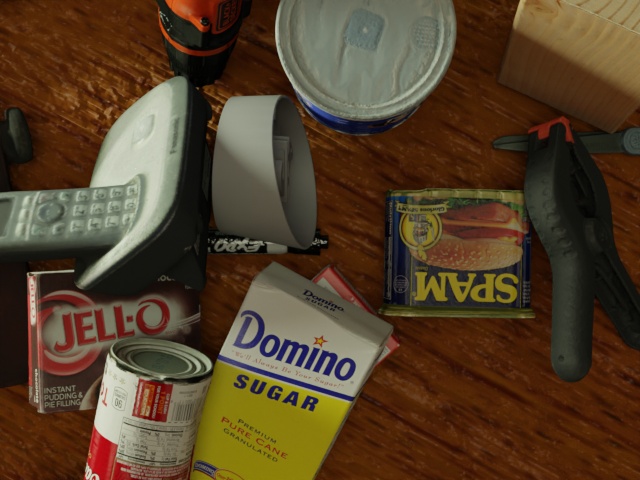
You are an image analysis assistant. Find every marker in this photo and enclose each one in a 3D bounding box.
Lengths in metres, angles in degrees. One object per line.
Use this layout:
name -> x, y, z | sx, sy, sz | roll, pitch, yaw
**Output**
marker -> -0.055, 0.001, 0.738 | 0.121, 0.020, 0.020 | 0, 92, 1

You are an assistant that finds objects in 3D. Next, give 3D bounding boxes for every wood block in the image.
wood block -> 0.169, -0.138, 0.627 | 0.091, 0.206, 0.090 | 27, 88, 7

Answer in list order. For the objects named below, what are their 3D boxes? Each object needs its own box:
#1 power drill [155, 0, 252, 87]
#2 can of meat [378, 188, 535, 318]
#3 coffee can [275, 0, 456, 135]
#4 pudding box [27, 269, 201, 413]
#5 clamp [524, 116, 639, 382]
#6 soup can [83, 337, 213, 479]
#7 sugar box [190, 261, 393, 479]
power drill -> -0.023, -0.185, 0.675 | 0.187, 0.184, 0.057 | -42, 84, -17
can of meat -> 0.091, 0.009, 0.713 | 0.102, 0.057, 0.084 | 1, 89, -5
coffee can -> 0.027, -0.121, 0.670 | 0.103, 0.140, 0.103 | 0, 92, 1
pudding box -> -0.137, 0.063, 0.711 | 0.113, 0.039, 0.090 | -2, 93, -28
clamp -> 0.178, 0.006, 0.705 | 0.039, 0.120, 0.171 | -13, 79, 36
soup can -> -0.109, 0.120, 0.670 | 0.068, 0.068, 0.102 | 13, 102, 1
sugar box -> -0.032, 0.112, 0.700 | 0.093, 0.048, 0.176 | 28, 112, 9
